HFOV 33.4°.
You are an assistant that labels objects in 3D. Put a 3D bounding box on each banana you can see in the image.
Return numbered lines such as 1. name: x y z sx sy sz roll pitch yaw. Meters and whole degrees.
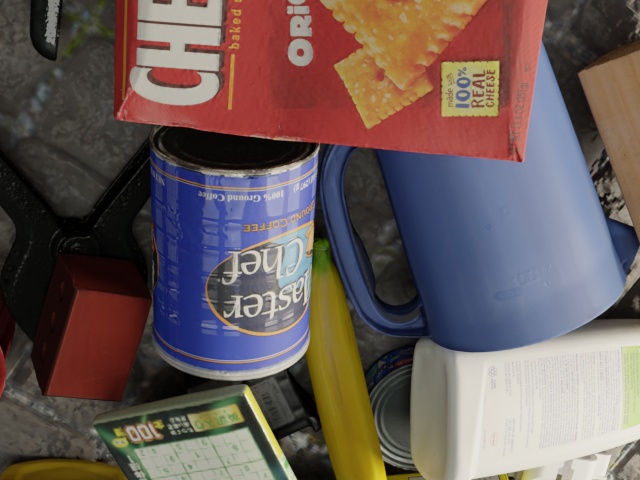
1. banana: 0.012 0.098 0.717 0.037 0.069 0.198 -13 85 5

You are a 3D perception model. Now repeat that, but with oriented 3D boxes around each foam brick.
1. foam brick: -0.145 0.055 0.671 0.051 0.053 0.078 11 109 -27

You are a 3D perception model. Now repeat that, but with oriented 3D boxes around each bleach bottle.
1. bleach bottle: 0.188 0.106 0.738 0.250 0.068 0.102 -2 98 -20

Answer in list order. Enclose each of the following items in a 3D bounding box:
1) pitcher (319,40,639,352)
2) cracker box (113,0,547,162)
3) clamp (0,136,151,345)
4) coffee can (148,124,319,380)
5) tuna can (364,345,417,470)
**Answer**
1. pitcher: 0.083 -0.059 0.659 0.149 0.145 0.243 -34 110 -37
2. cracker box: 0.007 -0.134 0.539 0.213 0.072 0.164 6 111 1
3. clamp: -0.169 -0.004 0.689 0.164 0.036 0.210 4 111 -20
4. coffee can: -0.054 0.001 0.664 0.102 0.103 0.140 0 117 -6
5. tuna can: 0.070 0.119 0.764 0.086 0.034 0.086 -2 109 -6
